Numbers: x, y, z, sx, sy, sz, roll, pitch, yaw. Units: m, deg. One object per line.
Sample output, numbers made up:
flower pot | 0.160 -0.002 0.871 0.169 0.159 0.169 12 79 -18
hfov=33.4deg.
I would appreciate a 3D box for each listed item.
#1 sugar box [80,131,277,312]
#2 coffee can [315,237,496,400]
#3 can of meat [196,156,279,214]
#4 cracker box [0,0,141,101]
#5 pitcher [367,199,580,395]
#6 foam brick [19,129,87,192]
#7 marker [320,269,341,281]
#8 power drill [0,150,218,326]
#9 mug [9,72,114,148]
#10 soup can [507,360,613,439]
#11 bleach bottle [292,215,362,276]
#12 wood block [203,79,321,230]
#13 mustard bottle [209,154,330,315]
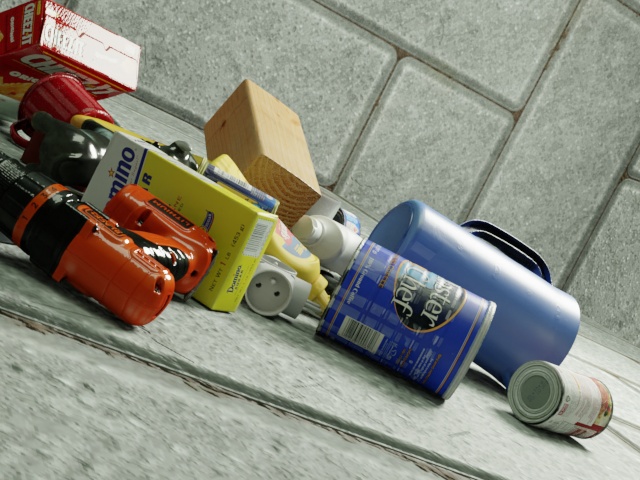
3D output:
sugar box | -0.129 -0.019 0.935 0.176 0.093 0.048 29 6 26
coffee can | 0.080 0.074 1.011 0.140 0.103 0.102 27 6 5
can of meat | -0.097 -0.014 1.003 0.084 0.102 0.057 28 5 -8
cracker box | -0.360 -0.219 1.338 0.214 0.072 0.164 -8 -16 34
pitcher | 0.170 0.051 1.224 0.242 0.145 0.149 34 11 -19
foam brick | -0.273 -0.092 1.154 0.078 0.051 0.053 27 5 -1
marker | 0.024 0.052 1.374 0.020 0.020 0.121 30 6 27
power drill | -0.166 -0.008 0.799 0.184 0.057 0.187 37 10 10
mug | -0.305 -0.135 1.251 0.117 0.093 0.082 -22 49 -36
soup can | 0.252 0.168 1.122 0.102 0.068 0.069 21 8 -42
bleach bottle | 0.051 0.029 1.290 0.103 0.068 0.250 27 -3 38
wood block | -0.073 -0.095 1.260 0.090 0.091 0.206 34 21 -26
mustard bottle | -0.057 0.001 1.086 0.191 0.058 0.096 49 7 -6
